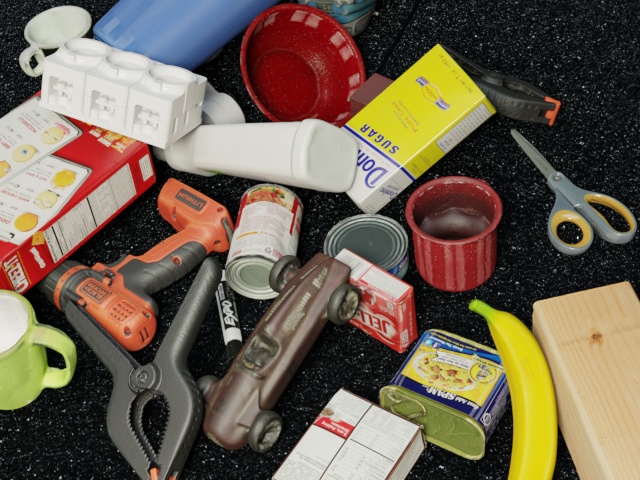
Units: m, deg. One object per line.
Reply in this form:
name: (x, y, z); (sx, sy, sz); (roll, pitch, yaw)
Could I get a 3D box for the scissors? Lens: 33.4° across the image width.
scissors: (0.242, -0.049, 1.130); (0.096, 0.016, 0.202); (-33, 50, -20)

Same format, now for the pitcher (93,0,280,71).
pitcher: (-0.140, -0.278, 1.243); (0.243, 0.149, 0.145); (-42, 41, -5)

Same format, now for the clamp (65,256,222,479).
clamp: (-0.146, 0.120, 0.973); (0.165, 0.036, 0.210); (-24, 64, 14)

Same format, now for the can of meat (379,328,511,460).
can of meat: (0.117, 0.133, 0.951); (0.102, 0.057, 0.083); (20, 51, 25)

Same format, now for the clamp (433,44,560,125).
clamp: (0.190, -0.180, 1.230); (0.171, 0.039, 0.120); (20, 36, 1)

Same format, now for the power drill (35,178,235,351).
power drill: (-0.195, 0.016, 1.117); (0.185, 0.057, 0.187); (29, 59, 31)

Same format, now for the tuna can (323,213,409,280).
tuna can: (0.048, 0.014, 1.090); (0.086, 0.034, 0.086); (-5, 46, 5)

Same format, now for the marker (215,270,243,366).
marker: (-0.091, 0.079, 1.063); (0.020, 0.020, 0.121); (-13, 46, -3)

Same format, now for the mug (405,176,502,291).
mug: (0.139, -0.011, 1.066); (0.093, 0.081, 0.117); (18, 52, 24)

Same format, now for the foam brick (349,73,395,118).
foam brick: (0.080, -0.147, 1.225); (0.078, 0.051, 0.053); (29, 58, 31)

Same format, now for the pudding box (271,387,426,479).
pudding box: (0.026, 0.192, 0.924); (0.090, 0.039, 0.113); (22, 56, 27)

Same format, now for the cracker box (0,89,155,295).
cracker box: (-0.305, -0.052, 1.116); (0.164, 0.072, 0.213); (29, 58, 27)

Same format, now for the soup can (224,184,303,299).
soup can: (-0.057, 0.001, 1.098); (0.068, 0.068, 0.102); (1, 48, 10)

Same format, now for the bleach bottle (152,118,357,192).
bleach bottle: (-0.088, -0.096, 1.156); (0.251, 0.102, 0.068); (7, 85, 36)

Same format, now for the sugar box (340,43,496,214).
sugar box: (0.089, -0.117, 1.142); (0.176, 0.048, 0.093); (-40, 58, 7)

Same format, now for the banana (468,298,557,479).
banana: (0.169, 0.146, 0.904); (0.069, 0.037, 0.198); (-5, 77, -17)

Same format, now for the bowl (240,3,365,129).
bowl: (-0.029, -0.192, 1.252); (0.161, 0.055, 0.162); (7, 75, -26)

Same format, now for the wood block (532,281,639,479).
wood block: (0.253, 0.145, 0.893); (0.091, 0.090, 0.206); (-13, 46, -1)

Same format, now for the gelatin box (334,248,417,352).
gelatin box: (0.049, 0.058, 1.021); (0.089, 0.073, 0.030); (30, 57, 31)
